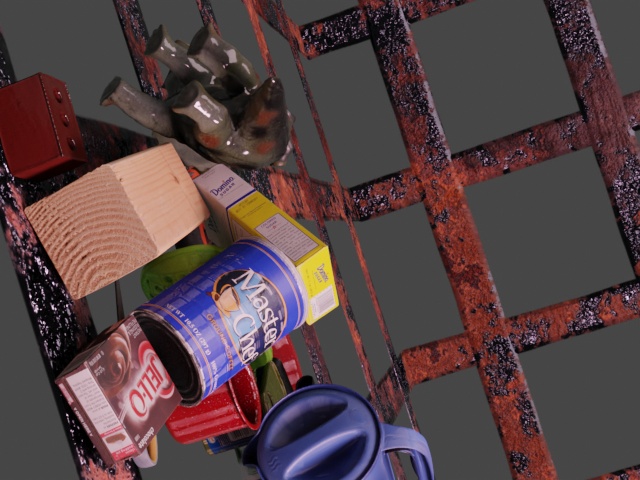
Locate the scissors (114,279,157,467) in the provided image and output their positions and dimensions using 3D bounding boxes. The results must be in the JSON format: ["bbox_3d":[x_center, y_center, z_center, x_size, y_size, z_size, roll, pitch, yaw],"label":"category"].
[{"bbox_3d":[-0.185,0.108,0.973,0.096,0.016,0.202,41,32,-72],"label":"scissors"}]

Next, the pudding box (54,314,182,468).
[{"bbox_3d":[-0.167,0.125,0.898,0.090,0.039,0.113,60,19,-9],"label":"pudding box"}]

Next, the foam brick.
[{"bbox_3d":[-0.242,-0.096,0.917,0.053,0.051,0.078,10,62,-79],"label":"foam brick"}]

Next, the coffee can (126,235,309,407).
[{"bbox_3d":[-0.094,0.073,0.986,0.140,0.103,0.103,-36,113,-36],"label":"coffee can"}]

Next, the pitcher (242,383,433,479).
[{"bbox_3d":[0.033,0.270,1.147,0.149,0.145,0.243,31,-24,36],"label":"pitcher"}]

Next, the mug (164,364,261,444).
[{"bbox_3d":[-0.113,0.156,1.095,0.117,0.081,0.093,-43,115,-80],"label":"mug"}]

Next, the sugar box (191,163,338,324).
[{"bbox_3d":[-0.057,0.001,1.080,0.176,0.048,0.093,41,-25,36],"label":"sugar box"}]

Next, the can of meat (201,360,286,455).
[{"bbox_3d":[-0.087,0.186,1.182,0.102,0.084,0.057,-85,156,-67],"label":"can of meat"}]

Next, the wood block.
[{"bbox_3d":[-0.180,-0.025,0.992,0.091,0.090,0.206,61,11,-6],"label":"wood block"}]
